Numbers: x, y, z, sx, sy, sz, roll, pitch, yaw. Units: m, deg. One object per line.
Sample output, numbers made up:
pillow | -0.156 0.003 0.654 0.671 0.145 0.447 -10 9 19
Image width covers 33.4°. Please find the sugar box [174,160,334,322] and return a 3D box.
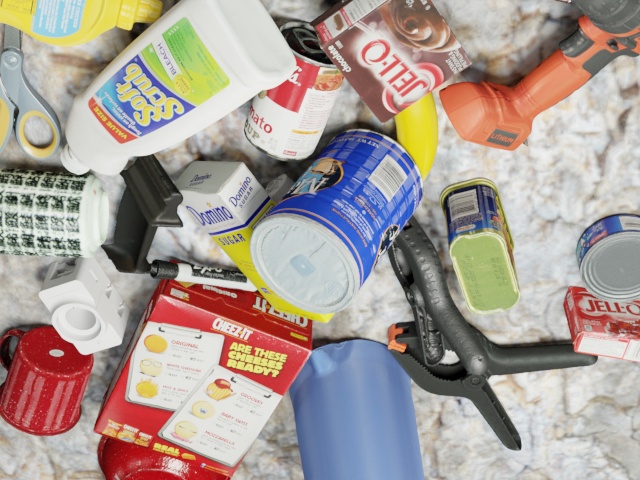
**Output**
sugar box | -0.057 0.001 1.005 0.176 0.048 0.094 48 157 -28

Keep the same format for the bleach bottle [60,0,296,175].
bleach bottle | -0.139 -0.118 0.914 0.251 0.068 0.102 -31 92 38

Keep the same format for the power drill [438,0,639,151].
power drill | 0.190 -0.146 0.854 0.188 0.057 0.184 -33 158 30

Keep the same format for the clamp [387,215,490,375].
clamp | 0.107 0.054 1.017 0.039 0.120 0.171 -28 105 -22

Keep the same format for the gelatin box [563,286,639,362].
gelatin box | 0.290 0.083 1.056 0.089 0.073 0.030 9 125 -3

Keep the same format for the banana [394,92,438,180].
banana | 0.069 -0.113 0.946 0.069 0.037 0.198 -4 126 5

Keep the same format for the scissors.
scissors | -0.258 -0.149 0.952 0.096 0.016 0.202 22 120 -19

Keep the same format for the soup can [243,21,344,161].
soup can | -0.020 -0.128 0.921 0.068 0.068 0.102 17 126 -10

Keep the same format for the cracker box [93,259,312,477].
cracker box | -0.124 0.139 1.122 0.164 0.072 0.214 22 124 -13

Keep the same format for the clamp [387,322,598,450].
clamp | 0.164 0.146 1.131 0.210 0.036 0.165 17 125 -6

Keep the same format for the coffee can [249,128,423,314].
coffee can | 0.016 -0.019 0.936 0.103 0.140 0.103 19 135 20

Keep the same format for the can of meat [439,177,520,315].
can of meat | 0.151 0.007 1.001 0.057 0.084 0.102 -14 124 13

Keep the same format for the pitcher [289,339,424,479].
pitcher | 0.047 0.232 1.075 0.149 0.243 0.145 12 125 -14

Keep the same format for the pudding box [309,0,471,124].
pudding box | 0.057 -0.157 0.853 0.090 0.039 0.113 -34 137 11

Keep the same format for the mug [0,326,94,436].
mug | -0.296 0.138 1.130 0.117 0.093 0.082 38 122 21

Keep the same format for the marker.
marker | -0.114 0.034 1.045 0.120 0.020 0.020 10 131 -36

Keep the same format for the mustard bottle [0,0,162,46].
mustard bottle | -0.224 -0.211 0.872 0.191 0.058 0.096 13 113 -12

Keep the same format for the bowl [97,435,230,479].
bowl | -0.183 0.275 1.235 0.162 0.055 0.162 2 126 2
